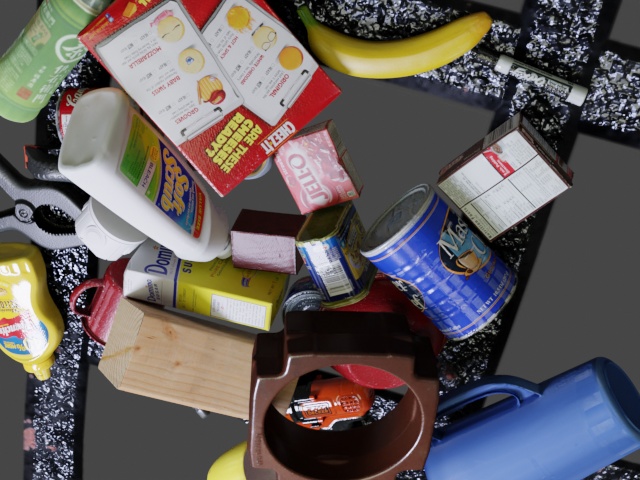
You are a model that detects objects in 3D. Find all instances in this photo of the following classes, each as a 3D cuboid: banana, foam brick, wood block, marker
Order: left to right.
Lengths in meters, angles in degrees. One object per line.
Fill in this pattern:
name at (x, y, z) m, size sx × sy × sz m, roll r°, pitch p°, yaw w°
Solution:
wood block at (-0.136, 0.141, 1.230) m, size 0.205 × 0.091 × 0.090 m, roll 18°, pitch 91°, yaw -28°
foam brick at (-0.058, 0.001, 1.210) m, size 0.078 × 0.053 × 0.051 m, roll 7°, pitch 122°, yaw 12°
banana at (0.071, -0.195, 1.063) m, size 0.198 × 0.037 × 0.069 m, roll 4°, pitch 123°, yaw 13°
marker at (0.204, -0.164, 1.054) m, size 0.121 × 0.020 × 0.020 m, roll 23°, pitch 124°, yaw 1°

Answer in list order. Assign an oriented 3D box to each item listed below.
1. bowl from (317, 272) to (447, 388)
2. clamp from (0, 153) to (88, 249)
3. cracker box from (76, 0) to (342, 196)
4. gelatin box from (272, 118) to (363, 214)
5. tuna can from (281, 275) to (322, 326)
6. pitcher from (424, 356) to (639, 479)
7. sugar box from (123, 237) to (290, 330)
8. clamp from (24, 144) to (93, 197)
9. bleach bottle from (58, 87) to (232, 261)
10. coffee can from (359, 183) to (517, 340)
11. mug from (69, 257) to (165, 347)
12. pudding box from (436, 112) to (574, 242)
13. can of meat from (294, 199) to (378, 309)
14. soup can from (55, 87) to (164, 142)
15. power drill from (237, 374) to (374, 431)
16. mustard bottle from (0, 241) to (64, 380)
bowl at (0.073, 0.116, 1.215) m, size 0.162 × 0.055 × 0.162 m, roll -2°, pitch 124°, yaw -3°
clamp at (-0.352, -0.050, 1.271) m, size 0.210 × 0.036 × 0.165 m, roll 12°, pitch 124°, yaw 6°
cracker box at (-0.111, -0.179, 1.073) m, size 0.164 × 0.072 × 0.213 m, roll -41°, pitch 105°, yaw 4°
gelatin box at (-0.004, -0.079, 1.159) m, size 0.073 × 0.030 × 0.089 m, roll -15°, pitch 114°, yaw 25°
tuna can at (-0.002, 0.085, 1.256) m, size 0.086 × 0.033 × 0.086 m, roll 7°, pitch 122°, yaw 11°
pitcher at (0.239, 0.223, 1.219) m, size 0.243 × 0.145 × 0.149 m, roll -34°, pitch 150°, yaw 26°
sugar box at (-0.129, 0.043, 1.231) m, size 0.176 × 0.093 × 0.048 m, roll 14°, pitch 123°, yaw 7°
clamp at (-0.258, -0.084, 1.199) m, size 0.172 × 0.120 × 0.039 m, roll 19°, pitch 109°, yaw 35°
bleach bottle at (-0.168, -0.054, 1.137) m, size 0.068 × 0.102 × 0.250 m, roll -3°, pitch 152°, yaw 31°
coffee can at (0.126, 0.023, 1.141) m, size 0.140 × 0.102 × 0.103 m, roll 44°, pitch 122°, yaw -13°
mug at (-0.241, 0.073, 1.278) m, size 0.117 × 0.093 × 0.082 m, roll 13°, pitch 123°, yaw -27°
pudding box at (0.191, -0.064, 1.109) m, size 0.090 × 0.039 × 0.114 m, roll 45°, pitch 123°, yaw -14°
can of meat at (0.019, 0.012, 1.166) m, size 0.058 × 0.102 × 0.084 m, roll -15°, pitch 113°, yaw 23°
soup can at (-0.228, -0.133, 1.167) m, size 0.102 × 0.068 × 0.068 m, roll 2°, pitch 121°, yaw 14°
power drill at (-0.002, 0.257, 1.346) m, size 0.185 × 0.057 × 0.187 m, roll -10°, pitch 117°, yaw 21°
mustard bottle at (-0.378, 0.096, 1.355) m, size 0.096 × 0.058 × 0.191 m, roll -3°, pitch 120°, yaw 14°
